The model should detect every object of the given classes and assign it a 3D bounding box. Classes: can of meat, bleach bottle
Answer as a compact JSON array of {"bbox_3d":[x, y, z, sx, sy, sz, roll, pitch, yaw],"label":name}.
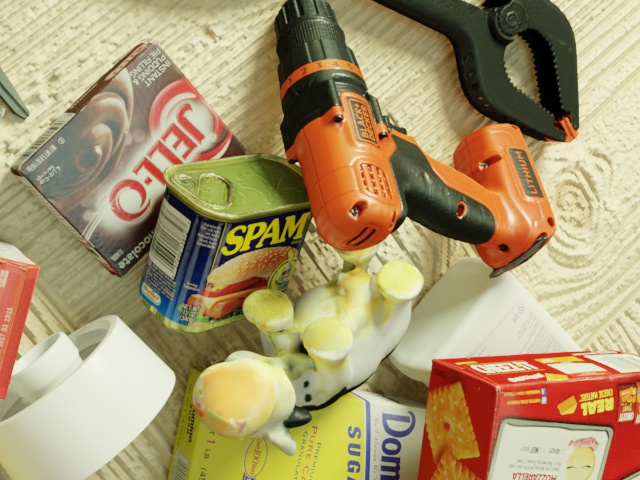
[{"bbox_3d":[-0.054,0.001,0.634,0.101,0.057,0.084,-14,132,-48],"label":"can of meat"},{"bbox_3d":[0.163,0.126,0.777,0.250,0.068,0.102,45,78,-25],"label":"bleach bottle"}]

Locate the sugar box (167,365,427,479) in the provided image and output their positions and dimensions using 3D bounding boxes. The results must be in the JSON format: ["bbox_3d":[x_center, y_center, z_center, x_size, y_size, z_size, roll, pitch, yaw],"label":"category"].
[{"bbox_3d":[-0.009,0.143,0.708,0.176,0.048,0.093,12,91,-24],"label":"sugar box"}]

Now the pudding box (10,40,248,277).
[{"bbox_3d":[-0.113,-0.049,0.635,0.113,0.039,0.090,-46,114,-12],"label":"pudding box"}]

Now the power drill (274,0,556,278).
[{"bbox_3d":[0.055,-0.060,0.673,0.187,0.057,0.184,15,49,-36],"label":"power drill"}]

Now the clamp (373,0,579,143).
[{"bbox_3d":[0.110,-0.148,0.725,0.164,0.036,0.210,-34,110,-18],"label":"clamp"}]

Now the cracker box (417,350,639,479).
[{"bbox_3d":[0.140,0.182,0.696,0.163,0.072,0.214,0,101,-33],"label":"cracker box"}]

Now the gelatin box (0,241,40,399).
[{"bbox_3d":[-0.185,0.040,0.587,0.030,0.089,0.073,16,91,-26],"label":"gelatin box"}]
